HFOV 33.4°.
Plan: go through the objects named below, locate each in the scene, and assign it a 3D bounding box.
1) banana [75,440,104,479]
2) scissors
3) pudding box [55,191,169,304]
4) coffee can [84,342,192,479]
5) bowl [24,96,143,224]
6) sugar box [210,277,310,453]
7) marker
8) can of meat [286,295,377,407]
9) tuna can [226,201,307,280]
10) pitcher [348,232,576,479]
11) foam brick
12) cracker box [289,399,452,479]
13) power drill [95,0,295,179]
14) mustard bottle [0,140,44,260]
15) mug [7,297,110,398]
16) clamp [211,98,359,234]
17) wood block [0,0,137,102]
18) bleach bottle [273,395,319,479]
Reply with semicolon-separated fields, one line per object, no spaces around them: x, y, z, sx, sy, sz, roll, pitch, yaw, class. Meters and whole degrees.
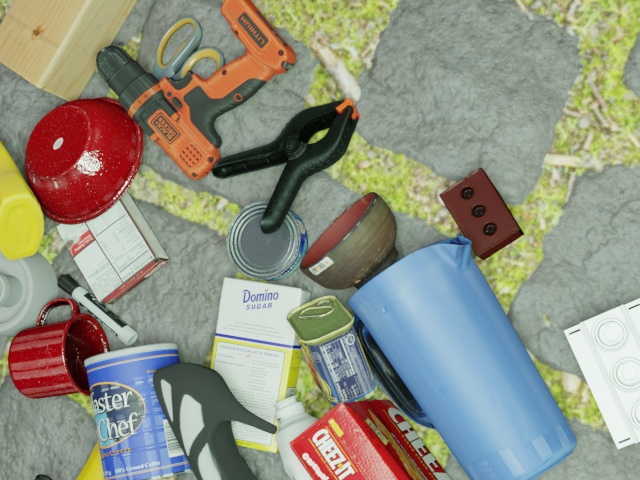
-0.284;0.287;1.208;0.198;0.037;0.070;-40;75;10;banana
-0.181;-0.161;1.236;0.096;0.016;0.202;29;93;18;scissors
-0.239;0.004;1.225;0.090;0.039;0.113;-36;76;10;pudding box
-0.193;0.189;1.156;0.103;0.102;0.140;-14;80;15;coffee can
-0.283;-0.102;1.218;0.162;0.055;0.162;-11;66;25;bowl
-0.070;0.133;1.153;0.093;0.048;0.176;8;84;17;sugar box
-0.260;0.078;1.233;0.121;0.020;0.020;37;96;18;marker
0.012;0.114;1.089;0.057;0.102;0.084;-24;108;-7;can of meat
-0.058;0.001;1.169;0.086;0.033;0.086;-2;83;17;tuna can
0.137;0.128;1.055;0.145;0.149;0.243;-31;79;-3;pitcher
0.165;-0.027;1.093;0.053;0.051;0.078;-34;75;11;foam brick
0.069;0.233;1.010;0.072;0.213;0.164;-39;75;8;cracker box
-0.136;-0.190;1.186;0.188;0.057;0.184;-42;91;13;power drill
-0.380;-0.069;1.244;0.058;0.096;0.192;-18;47;-24;mustard bottle
-0.297;0.122;1.206;0.082;0.093;0.117;-11;74;21;mug
-0.036;-0.095;1.160;0.171;0.039;0.120;-45;60;-11;clamp
-0.286;-0.277;1.243;0.091;0.090;0.206;34;94;17;wood block
0.014;0.278;1.081;0.068;0.102;0.251;-24;76;-3;bleach bottle
